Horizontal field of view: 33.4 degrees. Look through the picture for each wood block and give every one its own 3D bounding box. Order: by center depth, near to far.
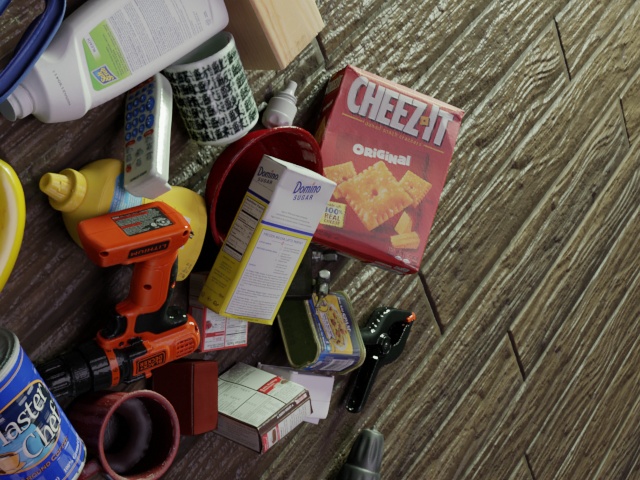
[{"bbox_3d":[-0.087,-0.288,1.116,0.090,0.091,0.206,-51,131,-32],"label":"wood block"}]

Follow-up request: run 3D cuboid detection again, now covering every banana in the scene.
[{"bbox_3d":[-0.307,0.012,0.958,0.069,0.037,0.198,18,82,-32],"label":"banana"}]

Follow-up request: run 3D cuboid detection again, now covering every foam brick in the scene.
[{"bbox_3d":[-0.145,0.167,1.148,0.051,0.053,0.078,-1,91,-63],"label":"foam brick"}]

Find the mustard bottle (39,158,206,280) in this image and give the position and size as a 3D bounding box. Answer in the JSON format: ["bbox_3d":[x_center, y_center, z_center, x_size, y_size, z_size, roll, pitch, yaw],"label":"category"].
[{"bbox_3d":[-0.198,-0.028,1.058,0.191,0.058,0.096,25,76,-49],"label":"mustard bottle"}]

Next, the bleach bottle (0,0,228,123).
[{"bbox_3d":[-0.204,-0.192,1.018,0.250,0.068,0.102,-39,113,-34],"label":"bleach bottle"}]

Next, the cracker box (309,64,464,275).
[{"bbox_3d":[0.066,-0.083,1.293,0.164,0.072,0.213,20,81,-15],"label":"cracker box"}]

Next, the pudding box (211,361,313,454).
[{"bbox_3d":[-0.079,0.185,1.196,0.089,0.114,0.039,-34,126,-41],"label":"pudding box"}]

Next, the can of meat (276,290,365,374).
[{"bbox_3d":[-0.002,0.109,1.294,0.083,0.058,0.102,10,56,-47],"label":"can of meat"}]

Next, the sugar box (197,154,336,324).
[{"bbox_3d":[-0.058,0.001,1.156,0.093,0.048,0.176,16,100,-53],"label":"sugar box"}]

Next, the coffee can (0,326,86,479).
[{"bbox_3d":[-0.286,0.162,0.955,0.102,0.103,0.140,-47,130,-34],"label":"coffee can"}]

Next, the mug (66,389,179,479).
[{"bbox_3d":[-0.208,0.198,1.051,0.117,0.082,0.093,-40,115,-36],"label":"mug"}]

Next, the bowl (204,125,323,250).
[{"bbox_3d":[-0.073,-0.061,1.178,0.161,0.055,0.162,-29,135,-33],"label":"bowl"}]

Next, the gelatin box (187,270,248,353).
[{"bbox_3d":[-0.115,0.078,1.199,0.073,0.030,0.089,-3,100,-51],"label":"gelatin box"}]

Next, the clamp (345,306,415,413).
[{"bbox_3d":[0.068,0.133,1.419,0.171,0.039,0.120,-50,136,-40],"label":"clamp"}]

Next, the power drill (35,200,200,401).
[{"bbox_3d":[-0.197,0.062,1.031,0.184,0.057,0.188,-20,135,-35],"label":"power drill"}]
